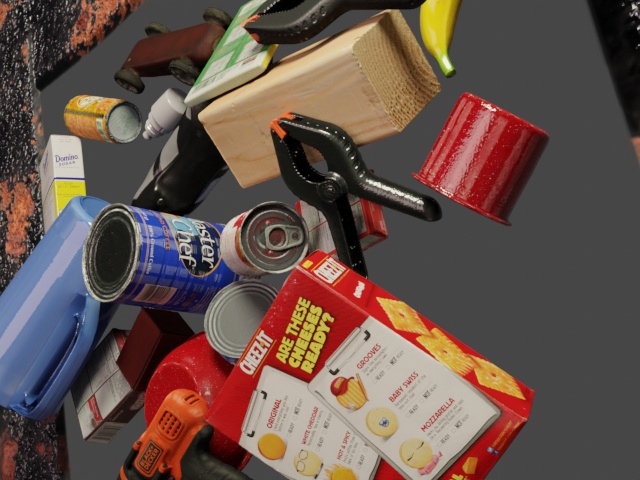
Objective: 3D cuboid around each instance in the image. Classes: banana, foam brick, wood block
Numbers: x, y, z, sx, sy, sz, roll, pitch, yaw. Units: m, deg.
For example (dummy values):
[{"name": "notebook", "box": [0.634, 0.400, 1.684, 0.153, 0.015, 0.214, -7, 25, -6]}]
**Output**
[{"name": "banana", "box": [0.135, -0.246, 0.951, 0.070, 0.037, 0.198, 31, 106, 27]}, {"name": "foam brick", "box": [-0.182, 0.122, 1.186, 0.051, 0.052, 0.078, 42, 111, 42]}, {"name": "wood block", "box": [-0.004, -0.130, 1.005, 0.207, 0.090, 0.090, -16, 113, 43]}]

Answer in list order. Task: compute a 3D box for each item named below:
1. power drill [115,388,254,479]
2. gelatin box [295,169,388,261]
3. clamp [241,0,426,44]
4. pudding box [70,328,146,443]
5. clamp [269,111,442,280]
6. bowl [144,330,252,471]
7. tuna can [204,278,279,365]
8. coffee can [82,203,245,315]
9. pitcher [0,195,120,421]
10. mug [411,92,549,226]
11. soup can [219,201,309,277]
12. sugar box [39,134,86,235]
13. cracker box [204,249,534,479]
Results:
[{"name": "power drill", "box": [-0.114, 0.262, 1.028, 0.188, 0.057, 0.185, 37, 115, 14]}, {"name": "gelatin box", "box": [0.020, -0.020, 1.024, 0.089, 0.030, 0.073, -31, 59, 37]}, {"name": "clamp", "box": [0.016, -0.226, 0.968, 0.210, 0.036, 0.164, -26, 39, 25]}, {"name": "pudding box", "box": [-0.246, 0.171, 1.252, 0.114, 0.039, 0.090, -45, 51, 28]}, {"name": "clamp", "box": [0.015, -0.040, 0.958, 0.171, 0.039, 0.120, 42, 119, 10]}, {"name": "bowl", "box": [-0.132, 0.171, 1.099, 0.162, 0.055, 0.162, -7, 80, 43]}, {"name": "tuna can", "box": [-0.070, 0.083, 1.064, 0.086, 0.033, 0.086, -8, 60, 14]}, {"name": "coffee can", "box": [-0.164, 0.023, 1.124, 0.103, 0.140, 0.103, -12, 73, 44]}, {"name": "pitcher", "box": [-0.294, 0.078, 1.218, 0.149, 0.145, 0.243, 37, 101, 9]}, {"name": "mug", "box": [0.133, -0.071, 0.886, 0.081, 0.093, 0.117, -63, 9, 9]}, {"name": "soup can", "box": [-0.057, 0.001, 1.045, 0.102, 0.068, 0.068, 164, 112, -73]}, {"name": "sugar box", "box": [-0.324, -0.036, 1.356, 0.093, 0.048, 0.176, 134, 133, -57]}, {"name": "cracker box", "box": [0.039, 0.134, 0.868, 0.214, 0.072, 0.164, 34, 110, 7]}]
